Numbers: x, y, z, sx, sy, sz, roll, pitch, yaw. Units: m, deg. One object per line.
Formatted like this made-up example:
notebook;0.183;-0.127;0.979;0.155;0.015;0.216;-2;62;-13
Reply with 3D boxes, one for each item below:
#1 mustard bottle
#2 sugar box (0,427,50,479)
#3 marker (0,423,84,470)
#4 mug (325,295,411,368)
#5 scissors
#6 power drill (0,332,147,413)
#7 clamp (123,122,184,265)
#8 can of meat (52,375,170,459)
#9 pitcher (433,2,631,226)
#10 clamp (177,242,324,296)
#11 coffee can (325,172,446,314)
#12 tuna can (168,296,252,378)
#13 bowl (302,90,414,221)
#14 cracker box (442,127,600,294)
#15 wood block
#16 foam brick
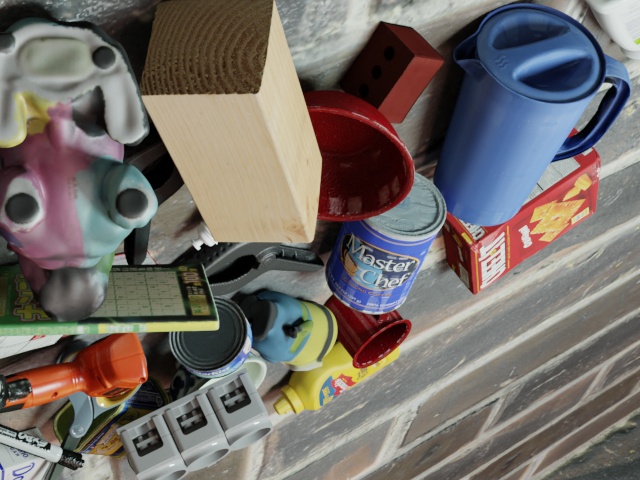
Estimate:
mustard bottle;0.018;0.182;1.475;0.191;0.058;0.096;-31;154;-13
sugar box;-0.372;0.257;1.106;0.175;0.048;0.093;-9;142;-44
marker;-0.295;0.208;1.085;0.121;0.020;0.020;29;115;-27
mug;0.058;0.097;1.359;0.093;0.081;0.117;-26;152;-25
scissors;-0.261;0.178;1.099;0.096;0.016;0.202;37;105;-28
power drill;-0.255;0.127;0.955;0.187;0.057;0.185;-11;173;-35
clamp;-0.158;-0.036;0.911;0.172;0.039;0.120;-42;155;18
can of meat;-0.230;0.191;1.171;0.102;0.057;0.083;-44;152;12
pitcher;0.209;-0.121;1.138;0.144;0.149;0.243;-38;160;-28
clamp;-0.057;0.001;1.105;0.209;0.036;0.165;-18;148;-35
coffee can;0.070;0.001;1.193;0.102;0.103;0.140;-22;150;-31
tuna can;-0.117;0.104;1.140;0.086;0.086;0.033;-35;156;-7
bowl;0.008;-0.086;0.971;0.162;0.055;0.162;7;146;4
cracker box;0.271;-0.035;1.430;0.213;0.072;0.164;-35;154;-6
wood block;-0.062;-0.087;0.839;0.091;0.090;0.206;0;150;12
foam brick;0.066;-0.155;0.991;0.051;0.053;0.078;-5;138;-49
